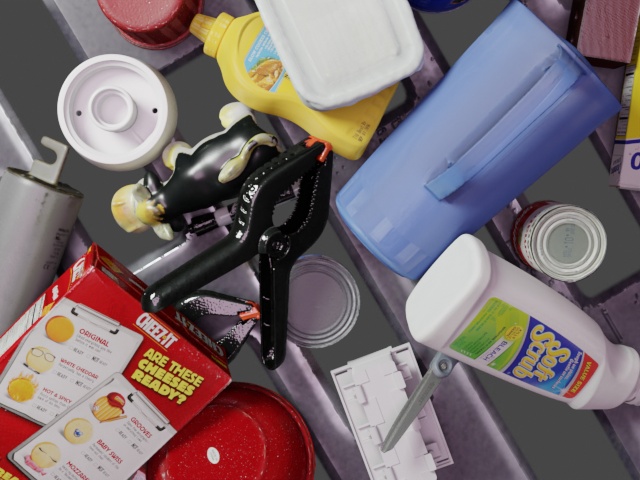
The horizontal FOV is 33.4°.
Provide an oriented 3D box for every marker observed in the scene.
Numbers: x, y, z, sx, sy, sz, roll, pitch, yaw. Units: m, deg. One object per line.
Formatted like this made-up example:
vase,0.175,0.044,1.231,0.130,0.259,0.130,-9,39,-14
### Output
marker,-0.068,-0.031,1.001,0.121,0.020,0.020,-21,94,3

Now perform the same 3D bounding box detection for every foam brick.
foam brick,0.256,-0.199,0.967,0.051,0.053,0.078,9,94,0

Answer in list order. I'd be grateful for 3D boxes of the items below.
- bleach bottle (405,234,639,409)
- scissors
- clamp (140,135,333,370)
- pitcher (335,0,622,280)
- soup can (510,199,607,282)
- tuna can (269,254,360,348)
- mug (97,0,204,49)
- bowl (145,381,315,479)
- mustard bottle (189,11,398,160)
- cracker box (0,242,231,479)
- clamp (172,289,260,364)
bleach bottle,0.203,0.088,0.950,0.250,0.068,0.103,25,121,-24
scissors,0.129,0.117,0.974,0.096,0.016,0.201,27,70,-13
clamp,-0.056,0.001,0.923,0.164,0.036,0.210,22,93,-42
pitcher,0.130,-0.080,0.924,0.243,0.149,0.145,-45,50,11
soup can,0.212,-0.001,0.957,0.068,0.102,0.068,0,94,1
tuna can,-0.006,0.056,0.999,0.086,0.034,0.086,0,94,1
mug,-0.165,-0.228,0.957,0.117,0.081,0.093,31,94,-1
bowl,-0.088,0.200,0.967,0.162,0.055,0.162,-4,67,9
mustard bottle,-0.030,-0.154,0.965,0.191,0.058,0.096,27,65,-1
cracker box,-0.211,0.133,0.943,0.214,0.072,0.164,-44,113,7
clamp,-0.141,0.087,1.001,0.171,0.039,0.120,-31,103,2
